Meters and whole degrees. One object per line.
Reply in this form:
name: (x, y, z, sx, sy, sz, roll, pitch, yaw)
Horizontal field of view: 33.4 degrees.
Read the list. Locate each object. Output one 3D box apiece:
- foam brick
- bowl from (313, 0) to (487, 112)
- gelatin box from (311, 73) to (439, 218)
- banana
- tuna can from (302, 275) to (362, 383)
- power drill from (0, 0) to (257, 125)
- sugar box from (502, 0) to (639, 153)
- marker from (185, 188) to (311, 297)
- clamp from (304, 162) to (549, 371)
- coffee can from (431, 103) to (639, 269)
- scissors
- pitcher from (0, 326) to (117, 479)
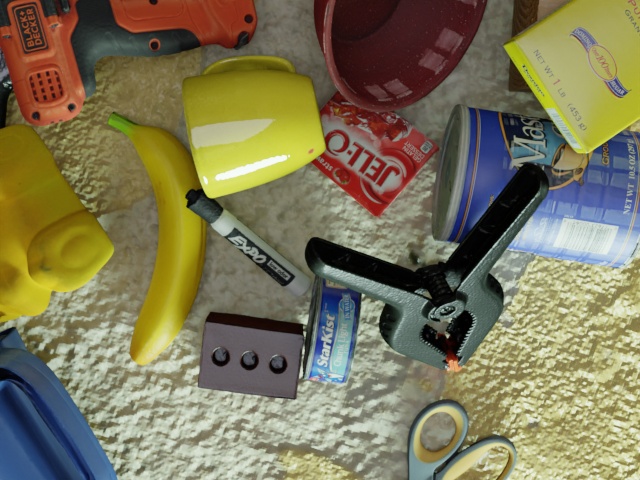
foam brick: (-0.054, 0.088, 0.823, 0.078, 0.051, 0.053, 7, 95, -1)
bowl: (0.049, -0.177, 0.771, 0.055, 0.161, 0.162, 35, 96, 40)
gelatin box: (0.034, -0.072, 0.819, 0.089, 0.030, 0.073, 41, 95, -4)
banana: (-0.120, -0.002, 0.824, 0.070, 0.037, 0.198, -2, 95, 19)
tuna can: (0.009, 0.064, 0.805, 0.033, 0.086, 0.086, 8, 96, -3)
power drill: (-0.150, -0.191, 0.776, 0.187, 0.057, 0.184, -15, 96, -10)
sugar box: (0.223, -0.144, 0.715, 0.176, 0.048, 0.093, -34, 96, 4)
marker: (-0.055, 0.001, 0.813, 0.121, 0.020, 0.020, 41, 94, -22)
clamp: (0.092, 0.030, 0.756, 0.164, 0.210, 0.036, -22, 54, 5)
coffee can: (0.160, -0.039, 0.787, 0.140, 0.103, 0.103, 9, 96, -1)
scissors: (0.061, 0.202, 0.854, 0.202, 0.016, 0.096, -30, 94, 3)
pitcher: (-0.213, 0.192, 0.791, 0.145, 0.149, 0.243, -34, 99, -9)
